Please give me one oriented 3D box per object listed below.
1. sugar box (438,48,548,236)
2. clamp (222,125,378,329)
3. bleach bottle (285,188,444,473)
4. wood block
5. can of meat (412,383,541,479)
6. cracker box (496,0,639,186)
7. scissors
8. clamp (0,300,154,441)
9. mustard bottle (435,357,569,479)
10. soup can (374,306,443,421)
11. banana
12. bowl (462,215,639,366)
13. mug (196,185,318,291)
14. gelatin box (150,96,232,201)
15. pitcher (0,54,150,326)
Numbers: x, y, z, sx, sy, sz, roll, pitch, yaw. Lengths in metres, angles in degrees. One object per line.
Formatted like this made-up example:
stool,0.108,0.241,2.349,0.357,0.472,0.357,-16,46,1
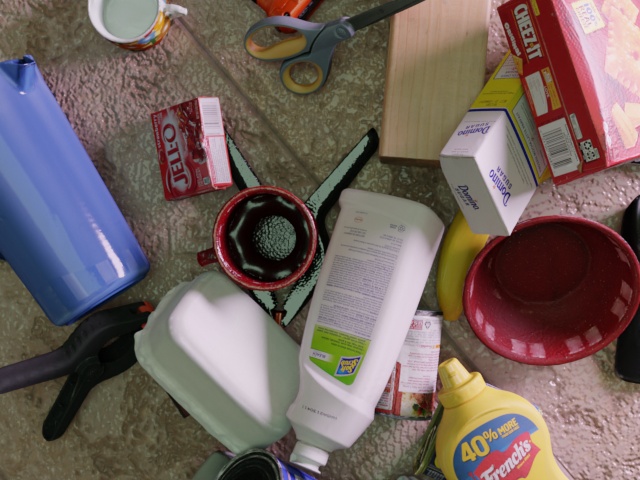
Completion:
sugar box,0.172,-0.097,0.951,0.176,0.048,0.093,-52,129,-30
clamp,-0.042,-0.020,1.035,0.164,0.036,0.210,11,91,5
bleach bottle,0.025,0.082,0.955,0.103,0.068,0.250,13,74,33
wood block,0.107,-0.174,0.996,0.090,0.091,0.206,5,90,5
can of meat,0.141,0.178,0.960,0.084,0.057,0.102,24,92,1
cracker box,0.274,-0.155,0.939,0.213,0.072,0.164,-17,89,-32
scissors,0.022,-0.179,0.985,0.202,0.096,0.016,0,47,29
clamp,-0.234,0.114,1.020,0.171,0.120,0.039,-45,57,-1
mustard bottle,0.153,0.186,0.902,0.096,0.058,0.191,-29,91,-1
soup can,0.078,0.114,1.009,0.068,0.068,0.102,6,90,4
banana,0.163,-0.016,1.018,0.069,0.037,0.198,40,93,4
bowl,0.210,0.036,0.987,0.162,0.055,0.162,1,120,1
mug,-0.056,0.001,0.976,0.117,0.081,0.093,-20,89,7
gelatin box,-0.125,-0.087,1.026,0.073,0.030,0.089,-11,88,43
pitcher,-0.276,-0.040,1.017,0.145,0.149,0.243,-33,91,-12
